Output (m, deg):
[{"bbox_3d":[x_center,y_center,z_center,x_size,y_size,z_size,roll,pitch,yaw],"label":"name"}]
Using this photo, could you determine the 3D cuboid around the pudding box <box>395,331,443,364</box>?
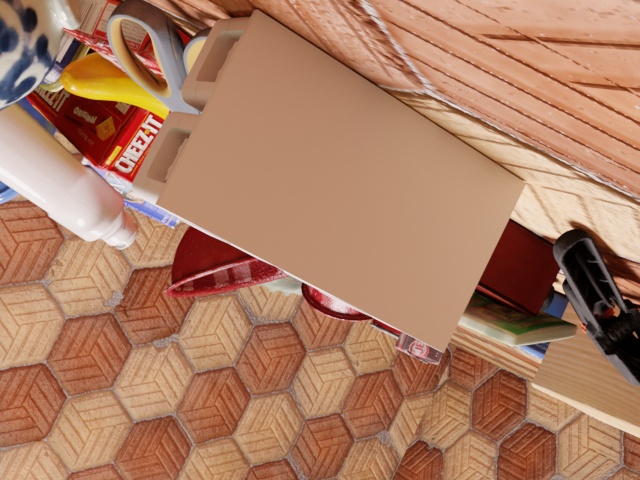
[{"bbox_3d":[0.110,0.060,1.025,0.039,0.113,0.090,23,176,-2],"label":"pudding box"}]

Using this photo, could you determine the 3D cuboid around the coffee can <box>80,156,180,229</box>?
[{"bbox_3d":[-0.224,-0.091,1.337,0.140,0.103,0.103,27,176,-13],"label":"coffee can"}]

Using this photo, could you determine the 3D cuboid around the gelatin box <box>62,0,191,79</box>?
[{"bbox_3d":[-0.113,-0.123,0.681,0.089,0.030,0.073,24,176,36],"label":"gelatin box"}]

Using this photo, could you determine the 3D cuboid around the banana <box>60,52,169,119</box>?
[{"bbox_3d":[-0.114,-0.097,0.794,0.037,0.069,0.197,-10,151,29],"label":"banana"}]

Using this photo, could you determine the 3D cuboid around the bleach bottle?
[{"bbox_3d":[-0.236,-0.069,0.846,0.250,0.068,0.103,43,174,-37],"label":"bleach bottle"}]

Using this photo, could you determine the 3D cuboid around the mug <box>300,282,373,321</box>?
[{"bbox_3d":[0.033,0.015,1.075,0.093,0.081,0.117,10,-149,0],"label":"mug"}]

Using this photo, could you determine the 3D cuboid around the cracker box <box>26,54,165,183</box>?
[{"bbox_3d":[-0.137,-0.079,0.958,0.213,0.072,0.164,30,-174,-45],"label":"cracker box"}]

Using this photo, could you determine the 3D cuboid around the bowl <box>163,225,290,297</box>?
[{"bbox_3d":[-0.056,0.001,0.882,0.162,0.055,0.162,-14,172,-2],"label":"bowl"}]

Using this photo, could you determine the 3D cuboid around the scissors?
[{"bbox_3d":[-0.061,-0.071,0.650,0.096,0.016,0.201,5,149,25],"label":"scissors"}]

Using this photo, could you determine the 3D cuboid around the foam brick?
[{"bbox_3d":[0.123,0.013,0.761,0.078,0.051,0.053,28,177,-25],"label":"foam brick"}]
